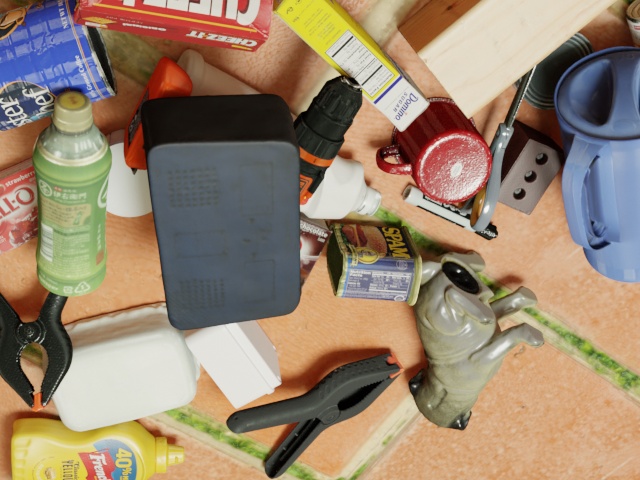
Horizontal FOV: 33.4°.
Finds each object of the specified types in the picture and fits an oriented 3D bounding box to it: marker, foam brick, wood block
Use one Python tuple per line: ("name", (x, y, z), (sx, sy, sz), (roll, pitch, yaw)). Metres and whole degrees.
("marker", (0.144, -0.029, 1.165), (0.121, 0.020, 0.020), (24, 111, -21))
("foam brick", (0.215, -0.077, 1.134), (0.053, 0.051, 0.078), (21, 111, -20))
("wood block", (0.189, -0.227, 1.029), (0.206, 0.091, 0.090), (-38, 117, 11))

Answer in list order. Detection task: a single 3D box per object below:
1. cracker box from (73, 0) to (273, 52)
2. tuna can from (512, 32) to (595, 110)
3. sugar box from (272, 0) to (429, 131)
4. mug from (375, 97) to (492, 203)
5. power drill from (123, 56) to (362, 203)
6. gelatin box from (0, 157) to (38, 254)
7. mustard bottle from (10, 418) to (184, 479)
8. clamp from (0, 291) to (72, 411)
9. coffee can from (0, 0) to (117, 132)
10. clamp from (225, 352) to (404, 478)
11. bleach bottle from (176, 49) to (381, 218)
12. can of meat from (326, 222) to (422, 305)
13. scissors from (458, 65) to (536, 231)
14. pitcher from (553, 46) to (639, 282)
("cracker box", (-0.115, -0.282, 0.910), (0.164, 0.072, 0.214), (7, 89, -14))
("tuna can", (0.236, -0.180, 1.095), (0.086, 0.034, 0.086), (-4, 118, -8))
("sugar box", (0.024, -0.187, 1.019), (0.176, 0.093, 0.048), (37, 106, -26))
("mug", (0.115, -0.088, 1.093), (0.117, 0.081, 0.093), (-6, 118, -7))
("power drill", (-0.073, -0.100, 0.985), (0.187, 0.057, 0.185), (20, 122, -23))
("gelatin box", (-0.308, -0.033, 1.073), (0.089, 0.030, 0.073), (-23, 119, 2))
("mustard bottle", (-0.251, 0.246, 1.215), (0.191, 0.058, 0.096), (0, 119, -11))
("clamp", (-0.290, 0.087, 1.102), (0.120, 0.039, 0.171), (-16, 89, -2))
("coffee can", (-0.269, -0.159, 0.973), (0.140, 0.103, 0.103), (-18, 119, -1))
("clamp", (-0.003, 0.188, 1.216), (0.210, 0.036, 0.164), (-34, 147, 2))
("bleach bottle", (-0.044, -0.092, 1.074), (0.250, 0.068, 0.103), (24, 115, -23))
("can of meat", (0.054, 0.023, 1.130), (0.084, 0.102, 0.057), (4, 117, -10))
("scissors", (0.185, -0.091, 1.082), (0.016, 0.096, 0.202), (13, 135, -11))
("pitcher", (0.309, -0.061, 1.087), (0.149, 0.145, 0.243), (-15, 137, 6))
